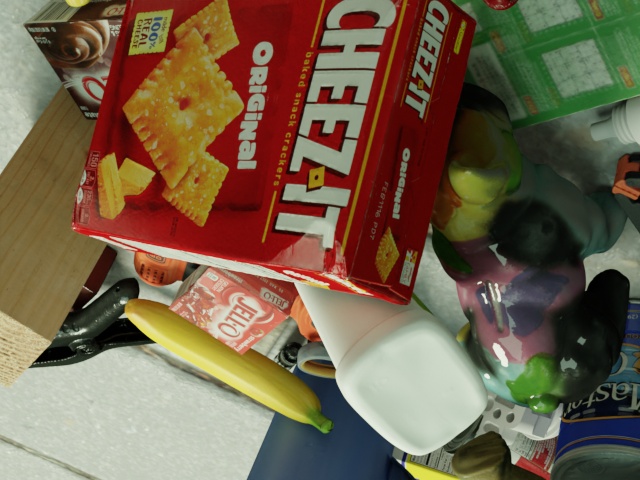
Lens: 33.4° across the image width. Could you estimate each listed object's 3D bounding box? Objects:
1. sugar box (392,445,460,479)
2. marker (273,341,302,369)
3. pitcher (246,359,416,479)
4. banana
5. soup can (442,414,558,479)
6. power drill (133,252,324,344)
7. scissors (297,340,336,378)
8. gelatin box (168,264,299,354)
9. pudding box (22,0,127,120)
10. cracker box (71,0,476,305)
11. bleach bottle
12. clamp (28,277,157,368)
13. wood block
[{"bbox_3d":[0.123,0.238,1.049,0.176,0.048,0.093,14,140,6],"label":"sugar box"},{"bbox_3d":[-0.029,0.104,0.944,0.020,0.020,0.121,22,167,-2],"label":"marker"},{"bbox_3d":[0.006,0.220,0.925,0.149,0.242,0.145,40,137,-22],"label":"pitcher"},{"bbox_3d":[-0.075,0.101,0.901,0.198,0.037,0.070,30,166,-2],"label":"banana"},{"bbox_3d":[0.167,0.183,0.951,0.102,0.068,0.069,32,139,-12],"label":"soup can"},{"bbox_3d":[-0.056,0.001,0.854,0.187,0.057,0.185,25,144,0],"label":"power drill"},{"bbox_3d":[0.083,0.092,0.878,0.201,0.016,0.096,2,144,-9],"label":"scissors"},{"bbox_3d":[-0.069,0.048,0.843,0.073,0.030,0.089,34,143,-13],"label":"gelatin box"},{"bbox_3d":[-0.138,-0.126,0.743,0.114,0.039,0.090,8,140,36],"label":"pudding box"},{"bbox_3d":[-0.035,-0.064,0.612,0.214,0.164,0.072,9,173,37],"label":"cracker box"},{"bbox_3d":[0.014,0.022,0.688,0.068,0.251,0.102,-38,128,3],"label":"bleach bottle"},{"bbox_3d":[-0.207,0.077,0.942,0.171,0.039,0.120,-15,148,6],"label":"clamp"},{"bbox_3d":[-0.208,-0.009,0.789,0.090,0.206,0.091,33,139,-14],"label":"wood block"}]
